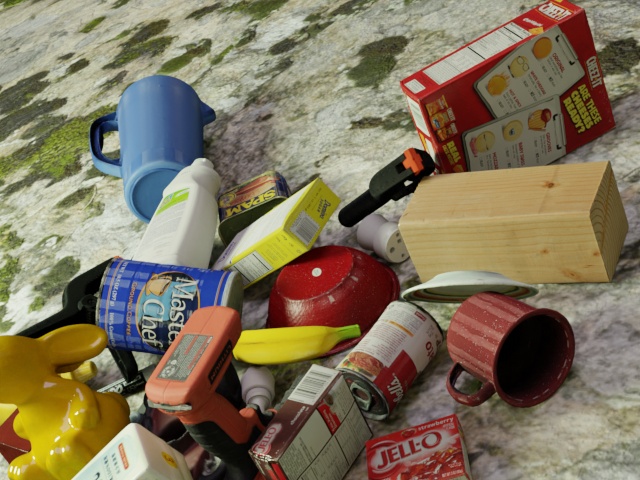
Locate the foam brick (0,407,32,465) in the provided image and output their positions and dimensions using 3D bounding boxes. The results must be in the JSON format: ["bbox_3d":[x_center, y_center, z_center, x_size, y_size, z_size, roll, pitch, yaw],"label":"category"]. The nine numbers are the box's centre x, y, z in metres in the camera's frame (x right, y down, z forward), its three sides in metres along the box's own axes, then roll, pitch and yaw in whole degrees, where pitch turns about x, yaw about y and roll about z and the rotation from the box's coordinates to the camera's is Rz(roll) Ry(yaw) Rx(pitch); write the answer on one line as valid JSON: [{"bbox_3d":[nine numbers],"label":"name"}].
[{"bbox_3d":[-0.311,0.221,1.164,0.078,0.053,0.051,7,45,40],"label":"foam brick"}]

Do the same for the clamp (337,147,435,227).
[{"bbox_3d":[0.094,-0.068,1.224,0.120,0.039,0.172,-30,-5,-25],"label":"clamp"}]

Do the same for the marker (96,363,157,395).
[{"bbox_3d":[-0.239,0.173,1.213,0.121,0.020,0.020,-25,32,1],"label":"marker"}]

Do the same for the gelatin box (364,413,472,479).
[{"bbox_3d":[0.085,0.198,0.938,0.089,0.030,0.073,-19,33,12],"label":"gelatin box"}]

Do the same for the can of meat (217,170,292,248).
[{"bbox_3d":[-0.082,-0.037,1.368,0.102,0.057,0.084,-24,30,5],"label":"can of meat"}]

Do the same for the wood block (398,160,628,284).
[{"bbox_3d":[0.199,-0.015,1.106,0.206,0.090,0.090,-3,38,33],"label":"wood block"}]

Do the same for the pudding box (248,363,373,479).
[{"bbox_3d":[-0.006,0.184,0.968,0.039,0.090,0.113,8,45,40],"label":"pudding box"}]

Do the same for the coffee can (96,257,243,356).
[{"bbox_3d":[-0.163,0.077,1.174,0.140,0.103,0.102,7,39,6],"label":"coffee can"}]

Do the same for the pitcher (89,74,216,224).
[{"bbox_3d":[-0.239,-0.126,1.538,0.149,0.144,0.243,-42,31,19],"label":"pitcher"}]

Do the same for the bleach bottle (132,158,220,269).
[{"bbox_3d":[-0.167,-0.022,1.328,0.103,0.068,0.250,-21,33,26],"label":"bleach bottle"}]

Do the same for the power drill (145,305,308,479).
[{"bbox_3d":[-0.066,0.148,0.968,0.057,0.187,0.184,-3,42,36],"label":"power drill"}]

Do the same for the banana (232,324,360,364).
[{"bbox_3d":[-0.045,0.109,1.099,0.069,0.037,0.198,3,-8,-39],"label":"banana"}]

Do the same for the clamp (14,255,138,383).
[{"bbox_3d":[-0.281,0.088,1.267,0.164,0.036,0.210,5,35,0],"label":"clamp"}]

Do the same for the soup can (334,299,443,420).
[{"bbox_3d":[0.065,0.115,1.035,0.069,0.068,0.102,9,46,43],"label":"soup can"}]

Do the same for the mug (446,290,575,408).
[{"bbox_3d":[0.161,0.103,0.970,0.117,0.093,0.082,-46,31,-10],"label":"mug"}]

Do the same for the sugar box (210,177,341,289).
[{"bbox_3d":[-0.058,0.002,1.242,0.177,0.048,0.093,-35,16,49],"label":"sugar box"}]

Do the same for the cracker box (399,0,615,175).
[{"bbox_3d":[0.215,-0.156,1.225,0.213,0.164,0.072,-29,34,-4],"label":"cracker box"}]

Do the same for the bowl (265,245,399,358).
[{"bbox_3d":[0.003,0.055,1.177,0.162,0.055,0.162,-18,33,12],"label":"bowl"}]
